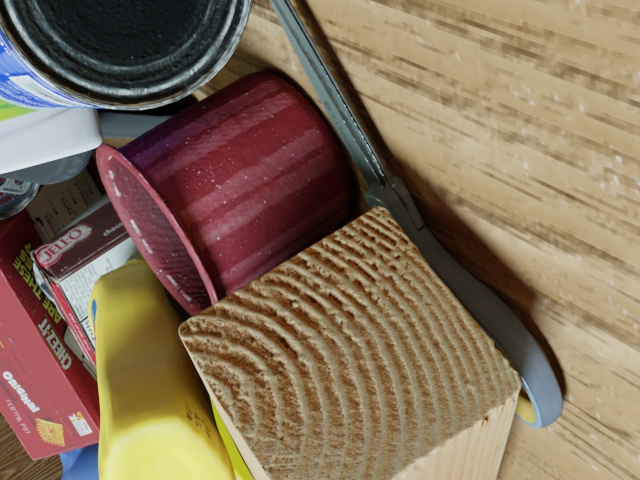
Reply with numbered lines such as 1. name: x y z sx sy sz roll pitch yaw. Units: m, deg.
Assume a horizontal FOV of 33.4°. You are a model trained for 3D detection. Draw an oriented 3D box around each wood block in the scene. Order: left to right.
1. wood block: 0.016 0.087 0.456 0.090 0.090 0.206 53 168 25

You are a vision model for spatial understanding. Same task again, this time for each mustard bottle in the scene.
1. mustard bottle: -0.084 0.066 0.535 0.192 0.058 0.096 -113 8 -56

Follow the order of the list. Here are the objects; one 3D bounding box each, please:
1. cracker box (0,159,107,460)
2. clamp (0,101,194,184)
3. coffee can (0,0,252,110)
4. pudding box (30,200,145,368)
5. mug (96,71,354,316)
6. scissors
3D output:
1. cracker box: -0.203 0.038 0.824 0.213 0.072 0.164 -78 -36 -64
2. clamp: -0.153 -0.092 0.615 0.172 0.039 0.120 -20 95 37
3. coffee can: -0.102 -0.106 0.450 0.140 0.102 0.103 14 135 63
4. pudding box: -0.108 0.016 0.650 0.039 0.113 0.090 40 155 40
5. mug: -0.032 -0.012 0.468 0.117 0.081 0.093 52 161 12
6. scissors: 0.040 -0.003 0.407 0.096 0.016 0.201 29 149 58
